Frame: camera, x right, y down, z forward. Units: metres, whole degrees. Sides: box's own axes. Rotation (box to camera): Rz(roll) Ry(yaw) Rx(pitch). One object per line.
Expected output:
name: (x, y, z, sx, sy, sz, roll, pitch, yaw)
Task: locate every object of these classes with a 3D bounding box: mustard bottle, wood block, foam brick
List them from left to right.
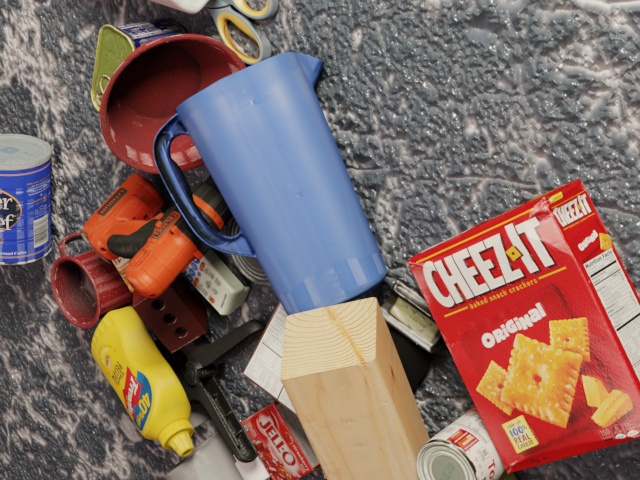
mustard bottle: (-0.203, 0.176, 1.262, 0.192, 0.058, 0.096, 51, 135, 29)
foam brick: (-0.172, 0.078, 1.227, 0.053, 0.051, 0.078, -32, 114, 10)
wood block: (0.040, 0.166, 1.003, 0.090, 0.090, 0.206, -13, 123, 13)

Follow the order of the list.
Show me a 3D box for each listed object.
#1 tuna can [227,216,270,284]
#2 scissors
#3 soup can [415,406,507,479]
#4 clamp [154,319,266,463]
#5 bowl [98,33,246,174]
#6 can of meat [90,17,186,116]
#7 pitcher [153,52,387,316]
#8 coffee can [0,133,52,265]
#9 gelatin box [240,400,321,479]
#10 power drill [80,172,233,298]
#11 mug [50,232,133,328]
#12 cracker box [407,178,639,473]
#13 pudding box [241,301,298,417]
tuna can: (-0.057, 0.001, 1.136, 0.086, 0.033, 0.086, 17, 118, 36)
scissors: (-0.111, -0.264, 1.090, 0.202, 0.016, 0.096, 50, 131, 15)
soup can: (0.143, 0.194, 0.986, 0.069, 0.102, 0.068, 17, 117, 36)
clamp: (-0.134, 0.146, 1.252, 0.210, 0.036, 0.164, 23, 108, 43)
bowl: (-0.154, -0.149, 1.096, 0.055, 0.161, 0.162, 56, 139, 45)
can of meat: (-0.193, -0.185, 1.147, 0.057, 0.083, 0.102, 35, 127, 27)
pitcher: (-0.041, -0.046, 1.032, 0.149, 0.144, 0.243, -22, 94, 44)
coffee can: (-0.397, -0.053, 1.371, 0.103, 0.102, 0.140, 26, 123, 32)
gelatin box: (-0.043, 0.230, 1.217, 0.073, 0.030, 0.089, -38, 81, 44)
power drill: (-0.169, -0.028, 1.162, 0.057, 0.184, 0.188, 51, 159, -28)
mug: (-0.278, 0.042, 1.316, 0.117, 0.081, 0.093, 56, 134, 9)
cracker box: (0.190, 0.078, 0.918, 0.164, 0.071, 0.214, -28, 87, 44)
pudding box: (-0.018, 0.116, 1.106, 0.090, 0.039, 0.113, 34, 104, 24)
